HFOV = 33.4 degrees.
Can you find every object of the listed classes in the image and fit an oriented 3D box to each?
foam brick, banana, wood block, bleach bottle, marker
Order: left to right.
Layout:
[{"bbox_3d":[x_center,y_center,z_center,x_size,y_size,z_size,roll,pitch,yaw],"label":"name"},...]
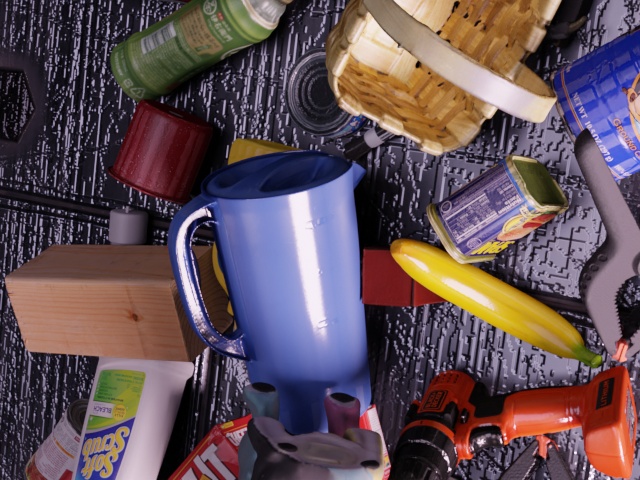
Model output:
[{"bbox_3d":[-0.207,0.062,1.096,0.206,0.090,0.091,1,115,27],"label":"wood block"},{"bbox_3d":[-0.206,0.237,1.091,0.103,0.068,0.251,0,71,33],"label":"bleach bottle"},{"bbox_3d":[0.070,-0.108,0.985,0.121,0.020,0.020,-31,77,29],"label":"marker"},{"bbox_3d":[0.078,0.030,0.953,0.051,0.078,0.053,1,91,31],"label":"foam brick"},{"bbox_3d":[0.145,0.048,0.900,0.198,0.070,0.037,28,81,-1],"label":"banana"}]

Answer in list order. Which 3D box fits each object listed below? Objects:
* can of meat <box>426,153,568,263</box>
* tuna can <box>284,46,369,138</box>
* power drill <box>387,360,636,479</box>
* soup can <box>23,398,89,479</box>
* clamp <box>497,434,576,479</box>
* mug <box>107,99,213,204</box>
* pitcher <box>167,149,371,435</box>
[{"bbox_3d":[0.150,-0.027,0.894,0.084,0.101,0.057,-35,74,25],"label":"can of meat"},{"bbox_3d":[0.009,-0.140,1.011,0.086,0.033,0.086,2,93,31],"label":"tuna can"},{"bbox_3d":[0.155,0.158,0.864,0.188,0.184,0.057,-6,111,23],"label":"power drill"},{"bbox_3d":[-0.274,0.233,1.180,0.068,0.068,0.102,46,113,21],"label":"soup can"},{"bbox_3d":[0.189,0.254,0.898,0.120,0.039,0.171,15,84,17],"label":"clamp"},{"bbox_3d":[-0.163,-0.096,1.095,0.081,0.093,0.117,-67,26,10],"label":"mug"},{"bbox_3d":[-0.031,0.050,0.953,0.149,0.144,0.243,-2,111,19],"label":"pitcher"}]
